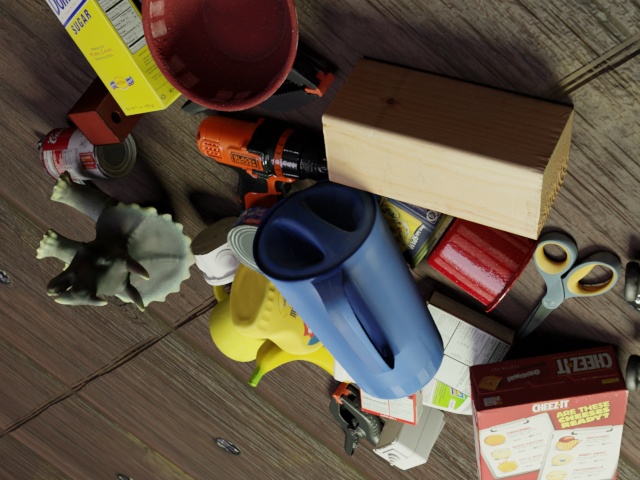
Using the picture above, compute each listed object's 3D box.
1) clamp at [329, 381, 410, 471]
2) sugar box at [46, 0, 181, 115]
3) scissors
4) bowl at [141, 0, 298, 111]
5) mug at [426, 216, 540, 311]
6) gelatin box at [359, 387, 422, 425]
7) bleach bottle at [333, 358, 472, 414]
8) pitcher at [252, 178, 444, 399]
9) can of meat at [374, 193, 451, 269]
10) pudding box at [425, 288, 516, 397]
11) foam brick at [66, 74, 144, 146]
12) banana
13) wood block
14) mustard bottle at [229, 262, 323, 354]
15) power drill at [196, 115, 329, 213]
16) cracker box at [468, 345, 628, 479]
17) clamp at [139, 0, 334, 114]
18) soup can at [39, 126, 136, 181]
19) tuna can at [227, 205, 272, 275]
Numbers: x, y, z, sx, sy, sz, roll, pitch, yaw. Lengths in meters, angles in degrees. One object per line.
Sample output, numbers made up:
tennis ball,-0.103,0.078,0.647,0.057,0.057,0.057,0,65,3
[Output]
clamp,0.069,0.273,1.548,0.120,0.039,0.171,8,141,29
sugar box,-0.216,-0.213,1.089,0.094,0.048,0.176,0,132,54
scissors,0.235,0.048,1.133,0.096,0.016,0.202,38,147,-8
bowl,-0.083,-0.204,0.982,0.162,0.055,0.162,10,114,22
mug,0.167,0.003,1.072,0.081,0.093,0.117,35,117,3
gelatin box,0.086,0.179,1.300,0.073,0.030,0.089,12,135,20
bleach bottle,0.143,0.172,1.332,0.251,0.068,0.102,20,144,13
pitcher,0.041,0.066,1.096,0.145,0.149,0.242,11,147,39
can of meat,0.086,-0.028,1.114,0.084,0.057,0.102,32,148,2
pudding box,0.158,0.122,1.241,0.113,0.039,0.090,27,116,4
foam brick,-0.232,-0.150,1.188,0.051,0.078,0.053,-2,137,40
banana,-0.020,0.153,1.400,0.197,0.070,0.037,7,-167,-45
wood block,0.116,-0.087,0.979,0.206,0.090,0.090,18,144,21
mustard bottle,-0.033,0.089,1.318,0.058,0.096,0.191,-8,157,32
power drill,-0.038,-0.053,1.184,0.185,0.057,0.187,17,143,22
cracker box,0.259,0.215,1.231,0.164,0.072,0.213,-9,138,3
clamp,-0.085,-0.182,1.064,0.210,0.036,0.164,12,144,33
soup can,-0.282,-0.106,1.296,0.102,0.068,0.068,1,137,38
tuna can,-0.058,0.001,1.184,0.086,0.033,0.086,19,144,14
